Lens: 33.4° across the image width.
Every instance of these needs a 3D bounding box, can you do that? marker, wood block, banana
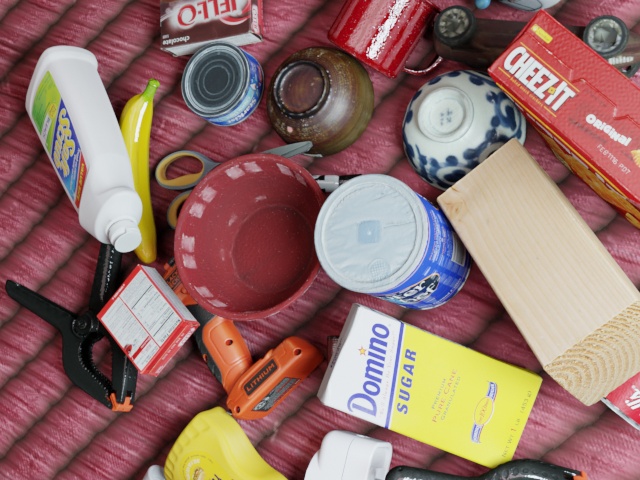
[{"bbox_3d":[-0.013,-0.056,1.065,0.121,0.020,0.020,0,80,7],"label":"marker"},{"bbox_3d":[0.193,0.023,0.896,0.091,0.090,0.206,-40,45,13],"label":"wood block"},{"bbox_3d":[-0.198,-0.072,1.151,0.070,0.037,0.198,166,104,-66],"label":"banana"}]

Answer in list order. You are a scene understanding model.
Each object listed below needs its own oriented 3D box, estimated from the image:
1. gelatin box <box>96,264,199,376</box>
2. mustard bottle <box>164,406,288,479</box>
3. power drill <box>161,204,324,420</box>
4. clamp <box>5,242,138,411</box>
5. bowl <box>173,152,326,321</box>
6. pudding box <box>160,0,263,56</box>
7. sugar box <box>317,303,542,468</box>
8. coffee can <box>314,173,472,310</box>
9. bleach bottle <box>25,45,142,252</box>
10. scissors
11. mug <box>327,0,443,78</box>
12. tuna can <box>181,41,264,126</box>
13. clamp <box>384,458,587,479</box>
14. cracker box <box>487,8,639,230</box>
[{"bbox_3d":[-0.173,0.080,1.070,0.073,0.030,0.089,-50,62,12],"label":"gelatin box"},{"bbox_3d":[-0.067,0.257,1.026,0.192,0.058,0.096,43,117,24],"label":"mustard bottle"},{"bbox_3d":[-0.081,0.070,1.072,0.184,0.057,0.188,-47,63,14],"label":"power drill"},{"bbox_3d":[-0.258,0.093,1.159,0.165,0.036,0.210,-25,71,18],"label":"clamp"},{"bbox_3d":[-0.057,0.001,1.015,0.162,0.055,0.162,-6,74,21],"label":"bowl"},{"bbox_3d":[-0.118,-0.254,1.158,0.114,0.039,0.090,-7,78,24],"label":"pudding box"},{"bbox_3d":[0.095,0.129,0.939,0.176,0.048,0.093,21,90,-7],"label":"sugar box"},{"bbox_3d":[0.069,0.005,0.966,0.103,0.140,0.103,-5,78,24],"label":"coffee can"},{"bbox_3d":[-0.242,-0.092,1.133,0.103,0.067,0.251,-58,47,33],"label":"bleach bottle"},{"bbox_3d":[-0.095,-0.055,1.107,0.202,0.016,0.096,3,88,35],"label":"scissors"},{"bbox_3d":[0.070,-0.206,1.043,0.117,0.093,0.081,30,100,-10],"label":"mug"},{"bbox_3d":[-0.105,-0.167,1.138,0.086,0.033,0.086,-5,78,24],"label":"tuna can"},{"bbox_3d":[0.148,0.238,0.930,0.171,0.120,0.039,-6,36,11],"label":"clamp"},{"bbox_3d":[0.236,-0.080,0.864,0.072,0.213,0.164,-48,65,9],"label":"cracker box"}]
